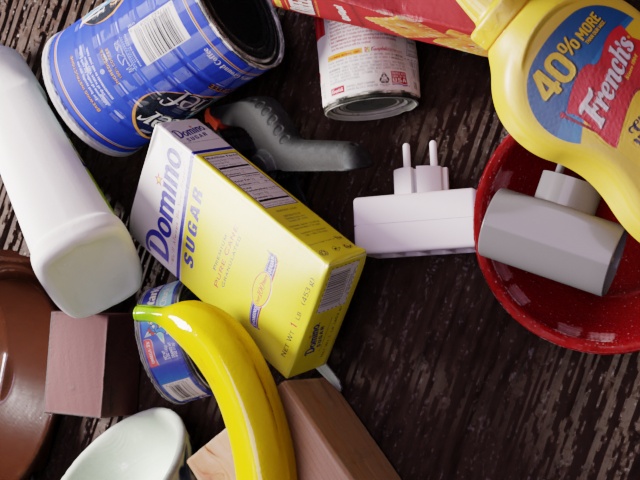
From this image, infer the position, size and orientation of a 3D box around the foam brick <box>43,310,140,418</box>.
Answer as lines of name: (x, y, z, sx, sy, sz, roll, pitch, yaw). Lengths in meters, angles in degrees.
foam brick: (-0.169, 0.091, 0.799, 0.051, 0.053, 0.078, 3, 86, 22)

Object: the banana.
banana: (-0.052, 0.114, 0.666, 0.070, 0.037, 0.198, -35, 72, 33)

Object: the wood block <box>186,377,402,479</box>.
wood block: (0.018, 0.200, 0.696, 0.091, 0.090, 0.206, -41, 72, 13)

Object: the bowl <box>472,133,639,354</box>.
bowl: (0.180, -0.010, 0.668, 0.162, 0.055, 0.162, -2, 85, 21)

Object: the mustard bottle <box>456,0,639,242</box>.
mustard bottle: (0.154, -0.082, 0.592, 0.191, 0.058, 0.096, 39, 86, 2)

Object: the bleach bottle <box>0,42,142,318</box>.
bleach bottle: (-0.213, -0.067, 0.791, 0.068, 0.102, 0.251, -27, 61, -11)

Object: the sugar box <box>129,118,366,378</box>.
sugar box: (-0.055, 0.001, 0.713, 0.176, 0.048, 0.093, 37, 122, 28)

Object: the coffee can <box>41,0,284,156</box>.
coffee can: (-0.111, -0.135, 0.757, 0.140, 0.102, 0.103, -26, 76, 27)

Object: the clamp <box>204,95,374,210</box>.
clamp: (-0.027, -0.039, 0.743, 0.172, 0.039, 0.120, 39, 125, 45)

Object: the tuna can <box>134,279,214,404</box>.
tuna can: (-0.094, 0.070, 0.753, 0.034, 0.086, 0.086, -18, 79, 18)

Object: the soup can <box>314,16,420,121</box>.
soup can: (0.030, -0.139, 0.732, 0.069, 0.068, 0.102, -8, 83, 21)
